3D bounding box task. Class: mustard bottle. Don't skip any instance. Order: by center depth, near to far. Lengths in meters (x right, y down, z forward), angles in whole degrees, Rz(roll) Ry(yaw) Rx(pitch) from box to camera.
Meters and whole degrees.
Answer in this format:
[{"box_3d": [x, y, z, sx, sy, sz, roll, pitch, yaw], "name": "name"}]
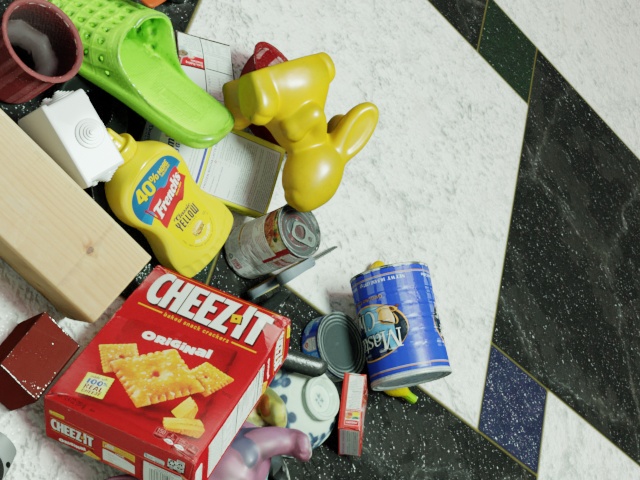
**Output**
[{"box_3d": [-0.178, -0.051, 1.158, 0.096, 0.058, 0.191, -54, 130, -19], "name": "mustard bottle"}]

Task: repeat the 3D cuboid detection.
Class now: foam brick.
[{"box_3d": [-0.280, 0.116, 1.020, 0.051, 0.053, 0.078, 51, 45, -18], "name": "foam brick"}]

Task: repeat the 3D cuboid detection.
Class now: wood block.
[{"box_3d": [-0.278, -0.022, 1.034, 0.206, 0.090, 0.090, 48, 69, -22], "name": "wood block"}]

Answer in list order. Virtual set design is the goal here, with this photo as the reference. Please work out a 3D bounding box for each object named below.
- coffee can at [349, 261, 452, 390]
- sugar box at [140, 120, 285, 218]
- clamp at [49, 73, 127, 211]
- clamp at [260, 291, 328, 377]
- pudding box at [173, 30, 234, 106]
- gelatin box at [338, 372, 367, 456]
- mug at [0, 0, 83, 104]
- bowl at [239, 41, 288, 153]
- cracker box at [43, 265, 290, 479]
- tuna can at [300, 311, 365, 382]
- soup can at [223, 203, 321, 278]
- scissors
[{"box_3d": [0.100, 0.108, 1.335, 0.102, 0.103, 0.140, 5, 68, -45], "name": "coffee can"}, {"box_3d": [-0.129, -0.093, 1.256, 0.176, 0.048, 0.093, 20, 83, -38], "name": "sugar box"}, {"box_3d": [-0.269, -0.115, 1.142, 0.164, 0.036, 0.210, 35, 55, -33], "name": "clamp"}, {"box_3d": [-0.083, 0.108, 1.224, 0.171, 0.039, 0.120, 3, 41, -29], "name": "clamp"}, {"box_3d": [-0.147, -0.192, 1.303, 0.089, 0.039, 0.113, 7, 71, -45], "name": "pudding box"}, {"box_3d": [0.040, 0.213, 1.296, 0.089, 0.030, 0.073, 86, 10, -57], "name": "gelatin box"}, {"box_3d": [-0.315, -0.196, 1.094, 0.117, 0.082, 0.093, 27, 56, -37], "name": "mug"}, {"box_3d": [-0.058, -0.169, 1.352, 0.162, 0.055, 0.162, 49, 25, -33], "name": "bowl"}, {"box_3d": [-0.148, 0.135, 1.068, 0.164, 0.072, 0.213, 22, 44, 13], "name": "cracker box"}, {"box_3d": [0.016, 0.135, 1.338, 0.086, 0.034, 0.086, 21, 60, -40], "name": "tuna can"}, {"box_3d": [-0.058, 0.002, 1.265, 0.068, 0.102, 0.068, 21, 59, -40], "name": "soup can"}, {"box_3d": [-0.035, 0.038, 1.327, 0.016, 0.096, 0.201, 62, 11, 0], "name": "scissors"}]
